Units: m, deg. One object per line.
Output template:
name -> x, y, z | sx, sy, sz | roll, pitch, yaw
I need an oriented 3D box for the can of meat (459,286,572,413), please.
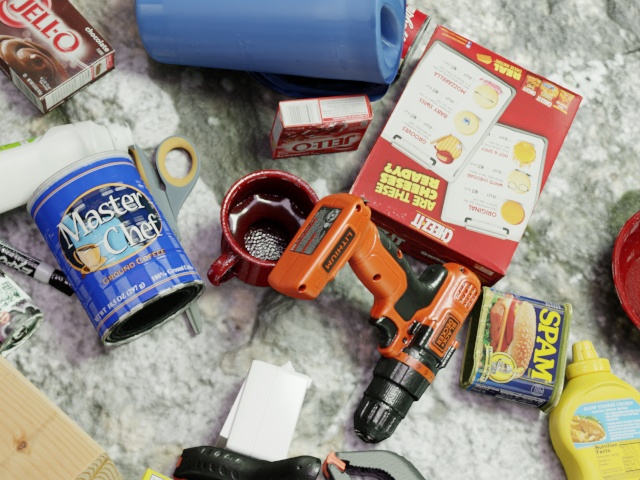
can of meat -> 0.180, 0.099, 0.988 | 0.084, 0.057, 0.102 | 14, 68, -1

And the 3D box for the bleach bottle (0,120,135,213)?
bleach bottle -> -0.286, -0.055, 0.945 | 0.250, 0.103, 0.068 | -20, 109, -16

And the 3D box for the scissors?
scissors -> -0.128, -0.018, 1.002 | 0.096, 0.016, 0.202 | -30, 77, -18

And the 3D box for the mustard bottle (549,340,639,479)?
mustard bottle -> 0.259, 0.185, 0.968 | 0.096, 0.058, 0.191 | -5, 71, -13

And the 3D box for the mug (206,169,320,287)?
mug -> -0.056, 0.001, 0.971 | 0.093, 0.081, 0.117 | 44, 69, 8

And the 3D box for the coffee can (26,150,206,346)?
coffee can -> -0.179, 0.007, 0.936 | 0.102, 0.103, 0.140 | -28, 78, -18

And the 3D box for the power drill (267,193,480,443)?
power drill -> 0.042, 0.063, 0.937 | 0.187, 0.057, 0.184 | 42, 71, -31

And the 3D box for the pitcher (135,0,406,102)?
pitcher -> -0.042, -0.210, 1.007 | 0.243, 0.144, 0.149 | 4, 96, 16

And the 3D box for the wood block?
wood block -> -0.259, 0.153, 0.843 | 0.206, 0.090, 0.090 | 35, 65, 26

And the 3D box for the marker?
marker -> -0.271, 0.018, 0.963 | 0.121, 0.020, 0.020 | 26, 68, 0

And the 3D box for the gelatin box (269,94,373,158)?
gelatin box -> 0.000, -0.109, 1.026 | 0.089, 0.073, 0.030 | -7, 72, -13

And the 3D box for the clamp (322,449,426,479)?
clamp -> 0.075, 0.243, 0.923 | 0.171, 0.039, 0.120 | 21, 51, 4

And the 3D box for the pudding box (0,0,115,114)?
pudding box -> -0.267, -0.189, 1.029 | 0.090, 0.039, 0.113 | -39, 80, -21

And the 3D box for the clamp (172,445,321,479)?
clamp -> -0.033, 0.205, 0.870 | 0.164, 0.210, 0.036 | 42, 60, -37

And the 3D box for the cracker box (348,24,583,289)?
cracker box -> 0.137, -0.081, 1.040 | 0.164, 0.072, 0.213 | 27, 69, 2

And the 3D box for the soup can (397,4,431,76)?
soup can -> 0.052, -0.219, 1.079 | 0.102, 0.068, 0.068 | 29, 68, 2
